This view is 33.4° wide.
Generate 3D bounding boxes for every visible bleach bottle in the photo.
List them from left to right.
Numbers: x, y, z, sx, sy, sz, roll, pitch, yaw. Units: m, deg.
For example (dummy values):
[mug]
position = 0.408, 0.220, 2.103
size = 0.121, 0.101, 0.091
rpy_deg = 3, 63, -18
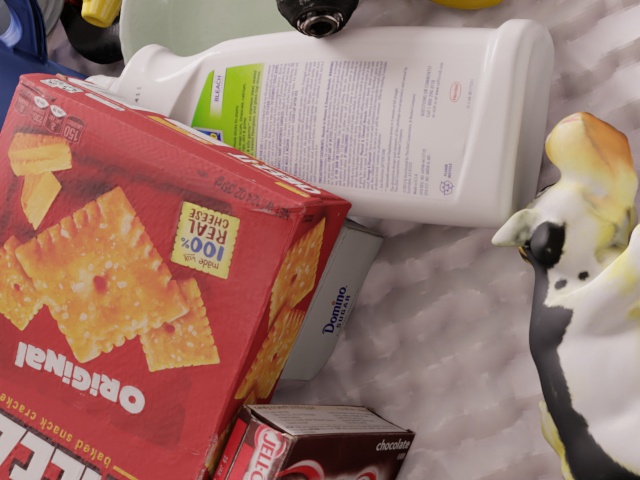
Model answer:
[bleach bottle]
position = -0.014, -0.069, 0.550
size = 0.251, 0.068, 0.102
rpy_deg = 9, 95, 24

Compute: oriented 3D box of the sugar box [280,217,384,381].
[sugar box]
position = -0.054, 0.001, 0.623
size = 0.176, 0.048, 0.093
rpy_deg = 31, 100, 34

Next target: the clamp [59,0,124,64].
[clamp]
position = -0.123, -0.143, 0.707
size = 0.172, 0.039, 0.120
rpy_deg = 5, 72, 44

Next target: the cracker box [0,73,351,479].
[cracker box]
position = -0.103, 0.046, 0.525
size = 0.164, 0.072, 0.214
rpy_deg = 26, 101, 19

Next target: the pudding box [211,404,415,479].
[pudding box]
position = -0.010, 0.126, 0.518
size = 0.039, 0.113, 0.090
rpy_deg = 28, 99, 32
